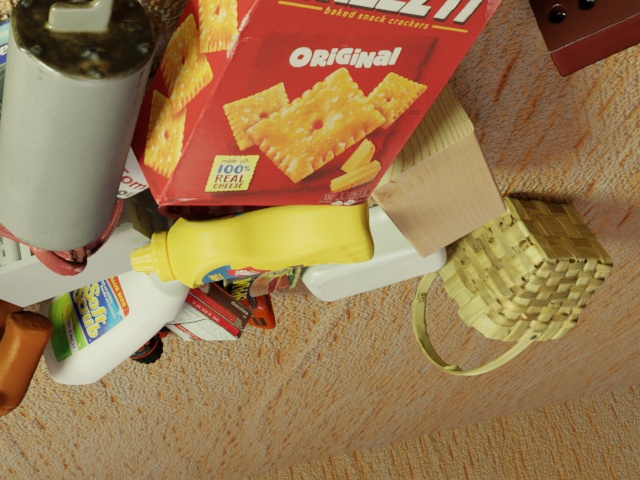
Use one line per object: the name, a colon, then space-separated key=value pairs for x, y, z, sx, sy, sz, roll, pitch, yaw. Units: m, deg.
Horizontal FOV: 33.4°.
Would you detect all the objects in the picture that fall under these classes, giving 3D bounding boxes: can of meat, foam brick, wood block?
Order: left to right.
can of meat: x=-0.068 y=0.023 z=1.089 sx=0.083 sy=0.057 sz=0.102 roll=-12 pitch=161 yaw=-13
wood block: x=0.082 y=-0.067 z=0.872 sx=0.091 sy=0.090 sz=0.206 roll=-29 pitch=159 yaw=8
foam brick: x=0.195 y=-0.162 z=0.761 sx=0.078 sy=0.053 sz=0.051 roll=-23 pitch=160 yaw=20

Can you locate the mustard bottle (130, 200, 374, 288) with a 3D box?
mustard bottle: x=-0.055 y=0.002 z=0.843 sx=0.191 sy=0.058 sz=0.096 roll=-9 pitch=178 yaw=5

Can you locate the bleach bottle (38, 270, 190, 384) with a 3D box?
bleach bottle: x=-0.190 y=0.055 z=1.019 sx=0.067 sy=0.102 sz=0.251 roll=4 pitch=153 yaw=-36

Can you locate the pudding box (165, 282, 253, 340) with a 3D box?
pudding box: x=-0.134 y=0.063 z=1.072 sx=0.090 sy=0.039 sz=0.114 roll=40 pitch=153 yaw=-26

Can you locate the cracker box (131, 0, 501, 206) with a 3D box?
cracker box: x=0.001 y=-0.113 z=0.633 sx=0.163 sy=0.072 sz=0.214 roll=-1 pitch=139 yaw=-37

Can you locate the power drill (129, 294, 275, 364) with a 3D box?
power drill: x=-0.148 y=0.091 z=1.221 sx=0.187 sy=0.057 sz=0.184 roll=-15 pitch=162 yaw=-1

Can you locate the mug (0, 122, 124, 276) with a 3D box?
mug: x=-0.198 y=-0.027 z=0.761 sx=0.093 sy=0.117 sz=0.081 roll=-29 pitch=153 yaw=18
